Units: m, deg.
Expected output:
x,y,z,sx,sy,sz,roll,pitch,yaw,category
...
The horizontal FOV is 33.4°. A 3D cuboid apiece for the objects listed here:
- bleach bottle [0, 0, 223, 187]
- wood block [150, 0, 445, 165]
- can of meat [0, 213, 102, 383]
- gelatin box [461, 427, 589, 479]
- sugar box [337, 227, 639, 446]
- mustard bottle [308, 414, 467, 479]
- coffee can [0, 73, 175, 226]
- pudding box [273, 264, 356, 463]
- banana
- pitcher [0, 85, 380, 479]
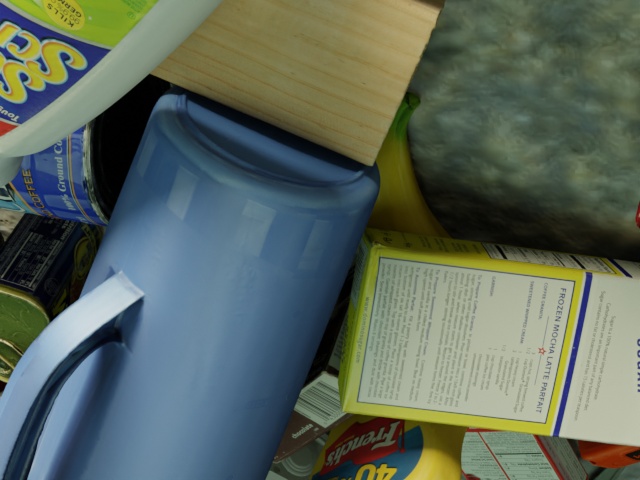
x,y,z,sx,sy,sz,roll,pitch,yaw,category
-0.112,-0.080,0.420,0.102,0.068,0.251,42,139,-11,bleach bottle
-0.048,-0.126,0.460,0.206,0.090,0.090,23,139,0,wood block
-0.181,0.035,0.693,0.057,0.083,0.102,16,138,7,can of meat
0.125,0.137,0.701,0.073,0.030,0.089,-9,127,39,gelatin box
0.103,0.051,0.558,0.176,0.048,0.093,7,105,-6,sugar box
0.038,0.130,0.615,0.096,0.191,0.058,-18,125,37,mustard bottle
-0.160,-0.066,0.564,0.140,0.102,0.103,9,137,15,coffee can
-0.001,0.075,0.652,0.039,0.090,0.114,34,137,-16,pudding box
0.073,0.009,0.589,0.070,0.037,0.197,-18,125,37,banana
-0.069,0.049,0.522,0.145,0.149,0.243,18,119,-10,pitcher
